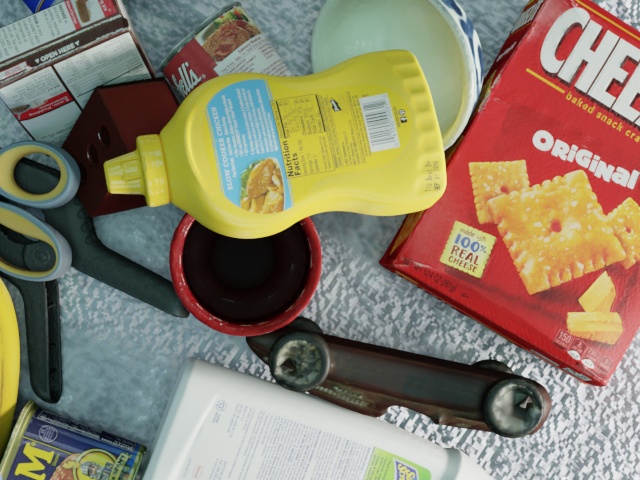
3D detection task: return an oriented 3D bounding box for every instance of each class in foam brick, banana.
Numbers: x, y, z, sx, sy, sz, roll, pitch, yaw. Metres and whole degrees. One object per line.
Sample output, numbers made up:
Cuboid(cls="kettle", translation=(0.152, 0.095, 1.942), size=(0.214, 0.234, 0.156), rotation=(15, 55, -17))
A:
Cuboid(cls="foam brick", translation=(-0.122, -0.058, 0.671), size=(0.051, 0.078, 0.053), rotation=(-17, 72, -39))
Cuboid(cls="banana", translation=(-0.225, 0.095, 0.686), size=(0.070, 0.037, 0.198), rotation=(6, 97, 33))

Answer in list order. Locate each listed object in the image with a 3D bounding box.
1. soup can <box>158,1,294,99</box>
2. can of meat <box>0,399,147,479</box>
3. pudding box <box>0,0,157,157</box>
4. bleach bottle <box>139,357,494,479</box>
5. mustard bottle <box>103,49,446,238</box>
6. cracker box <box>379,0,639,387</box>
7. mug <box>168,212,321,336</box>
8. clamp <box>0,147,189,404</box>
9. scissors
Cuboid(cls="soup can", translation=(-0.046, -0.093, 0.692), size=(0.068, 0.068, 0.102), rotation=(-40, 94, -3))
Cuboid(cls="can of meat", translation=(-0.169, 0.167, 0.693), size=(0.084, 0.057, 0.102), rotation=(21, 89, -7))
Cuboid(cls="pudding box", translation=(-0.151, -0.102, 0.661), size=(0.090, 0.113, 0.039), rotation=(-25, 75, -4))
Cuboid(cls="bleach bottle", translation=(0.013, 0.163, 0.705), size=(0.250, 0.068, 0.102), rotation=(21, 91, -7))
Cuboid(cls="mustard bottle", translation=(-0.029, -0.051, 0.620), size=(0.191, 0.058, 0.096), rotation=(-10, 80, -12))
Cuboid(cls="cracker box", translation=(0.163, -0.035, 0.706), size=(0.164, 0.072, 0.213), rotation=(30, 88, -5))
Cuboid(cls="mug", translation=(-0.054, 0.001, 0.685), size=(0.093, 0.081, 0.117), rotation=(-31, 93, -3))
Cuboid(cls="clamp", translation=(-0.180, 0.019, 0.699), size=(0.120, 0.039, 0.171), rotation=(-42, 87, 1))
Cuboid(cls="scissors", translation=(-0.235, -0.048, 0.678), size=(0.202, 0.016, 0.096), rotation=(33, 100, 9))
